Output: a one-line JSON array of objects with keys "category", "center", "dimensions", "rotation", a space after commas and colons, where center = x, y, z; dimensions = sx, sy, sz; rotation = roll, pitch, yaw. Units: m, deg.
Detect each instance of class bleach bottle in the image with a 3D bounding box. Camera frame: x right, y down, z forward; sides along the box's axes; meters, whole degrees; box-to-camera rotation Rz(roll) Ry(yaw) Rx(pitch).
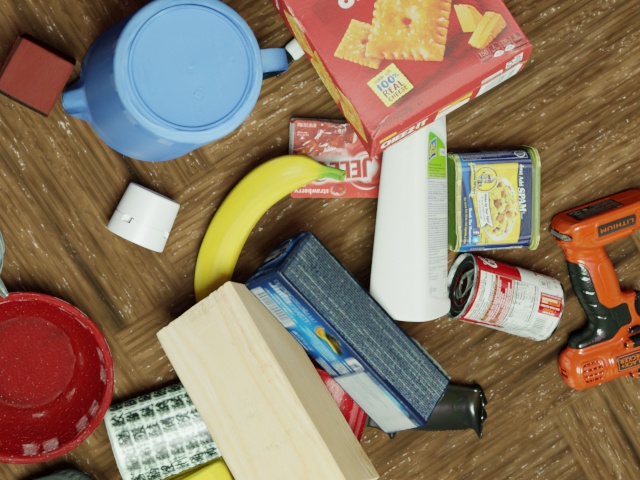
[{"category": "bleach bottle", "center": [0.090, -0.053, 1.012], "dimensions": [0.068, 0.102, 0.251], "rotation": [4, 94, 21]}]

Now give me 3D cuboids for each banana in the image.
[{"category": "banana", "center": [-0.066, -0.015, 0.992], "dimensions": [0.070, 0.037, 0.198], "rotation": [47, 107, 14]}]

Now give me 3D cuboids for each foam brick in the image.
[{"category": "foam brick", "center": [-0.246, -0.143, 0.921], "dimensions": [0.051, 0.078, 0.053], "rotation": [27, 96, -17]}]

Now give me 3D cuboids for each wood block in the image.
[{"category": "wood block", "center": [-0.048, 0.148, 0.957], "dimensions": [0.090, 0.090, 0.206], "rotation": [-36, 72, 12]}]

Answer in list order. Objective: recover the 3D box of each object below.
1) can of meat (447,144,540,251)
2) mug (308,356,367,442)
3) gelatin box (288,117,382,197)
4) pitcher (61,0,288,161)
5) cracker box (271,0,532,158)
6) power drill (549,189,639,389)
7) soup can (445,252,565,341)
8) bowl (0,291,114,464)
[{"category": "can of meat", "center": [0.165, -0.040, 1.042], "dimensions": [0.084, 0.057, 0.102], "rotation": [-4, 102, -10]}, {"category": "mug", "center": [-0.006, 0.159, 1.036], "dimensions": [0.117, 0.093, 0.081], "rotation": [16, 93, 19]}, {"category": "gelatin box", "center": [0.015, -0.078, 1.015], "dimensions": [0.089, 0.030, 0.073], "rotation": [1, 101, -12]}, {"category": "pitcher", "center": [-0.112, -0.133, 0.867], "dimensions": [0.145, 0.243, 0.149], "rotation": [36, 85, -15]}, {"category": "cracker box", "center": [0.059, -0.206, 0.938], "dimensions": [0.164, 0.072, 0.214], "rotation": [-30, 81, -6]}, {"category": "power drill", "center": [0.320, 0.047, 1.093], "dimensions": [0.184, 0.057, 0.187], "rotation": [-18, 104, -8]}, {"category": "soup can", "center": [0.182, 0.057, 1.059], "dimensions": [0.102, 0.068, 0.068], "rotation": [15, 97, -15]}, {"category": "bowl", "center": [-0.271, 0.120, 0.979], "dimensions": [0.162, 0.055, 0.162], "rotation": [-2, 102, -12]}]
